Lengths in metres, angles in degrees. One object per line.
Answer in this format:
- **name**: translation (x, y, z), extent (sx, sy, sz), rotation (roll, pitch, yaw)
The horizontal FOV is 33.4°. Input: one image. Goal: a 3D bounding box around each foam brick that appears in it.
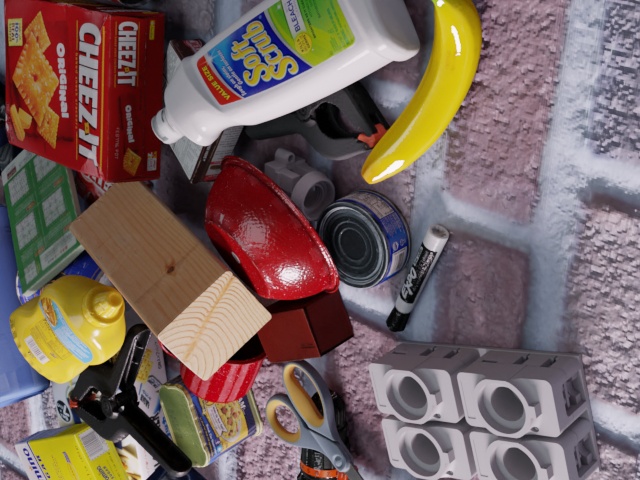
- **foam brick**: translation (-0.017, 0.083, 1.037), extent (0.078, 0.051, 0.053), rotation (-12, 102, 45)

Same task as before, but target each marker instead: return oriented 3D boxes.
- **marker**: translation (0.084, 0.037, 0.943), extent (0.020, 0.020, 0.121), rotation (40, 131, 23)

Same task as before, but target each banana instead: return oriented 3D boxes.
- **banana**: translation (0.084, -0.123, 0.839), extent (0.037, 0.069, 0.198), rotation (-98, 17, -46)

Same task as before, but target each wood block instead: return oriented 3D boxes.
- **wood block**: translation (-0.152, 0.030, 1.049), extent (0.206, 0.091, 0.090), rotation (42, 173, 44)

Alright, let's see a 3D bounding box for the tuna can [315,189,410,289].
- **tuna can**: translation (0.037, 0.000, 0.959), extent (0.086, 0.033, 0.086), rotation (20, 122, 36)

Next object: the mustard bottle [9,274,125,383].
- **mustard bottle**: translation (-0.250, 0.085, 1.094), extent (0.096, 0.058, 0.192), rotation (56, 141, -5)

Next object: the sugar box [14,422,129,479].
- **sugar box**: translation (-0.305, 0.274, 1.302), extent (0.177, 0.048, 0.093), rotation (-21, 94, 47)

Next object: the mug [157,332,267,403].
- **mug**: translation (-0.111, 0.111, 1.100), extent (0.117, 0.093, 0.082), rotation (14, 134, -8)

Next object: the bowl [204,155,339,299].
- **bowl**: translation (-0.056, 0.001, 0.981), extent (0.162, 0.055, 0.162), rotation (44, 163, 17)

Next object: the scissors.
- **scissors**: translation (0.006, 0.212, 1.031), extent (0.096, 0.016, 0.202), rotation (-37, 73, 40)

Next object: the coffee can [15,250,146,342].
- **coffee can**: translation (-0.263, 0.055, 1.215), extent (0.141, 0.102, 0.103), rotation (13, 118, 39)

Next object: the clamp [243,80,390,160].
- **clamp**: translation (-0.010, -0.113, 0.948), extent (0.172, 0.039, 0.120), rotation (41, 139, 31)

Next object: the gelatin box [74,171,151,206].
- **gelatin box**: translation (-0.233, -0.061, 1.184), extent (0.089, 0.030, 0.073), rotation (44, 133, 18)

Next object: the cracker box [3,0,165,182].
- **cracker box**: translation (-0.246, -0.160, 1.088), extent (0.214, 0.071, 0.164), rotation (21, 113, 46)

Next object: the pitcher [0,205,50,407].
- **pitcher**: translation (-0.423, 0.086, 1.317), extent (0.145, 0.148, 0.243), rotation (-26, 81, 51)

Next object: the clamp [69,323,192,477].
- **clamp**: translation (-0.220, 0.165, 1.167), extent (0.210, 0.036, 0.164), rotation (0, 104, 50)

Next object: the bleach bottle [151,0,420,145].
- **bleach bottle**: translation (-0.044, -0.142, 0.898), extent (0.251, 0.067, 0.102), rotation (-28, 78, 31)

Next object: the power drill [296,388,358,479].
- **power drill**: translation (0.057, 0.250, 1.044), extent (0.188, 0.057, 0.184), rotation (16, 116, 39)

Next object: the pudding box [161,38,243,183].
- **pudding box**: translation (-0.120, -0.125, 1.027), extent (0.113, 0.039, 0.090), rotation (59, 140, 30)

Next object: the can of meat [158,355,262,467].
- **can of meat**: translation (-0.120, 0.183, 1.155), extent (0.058, 0.083, 0.102), rotation (-7, 104, 44)
